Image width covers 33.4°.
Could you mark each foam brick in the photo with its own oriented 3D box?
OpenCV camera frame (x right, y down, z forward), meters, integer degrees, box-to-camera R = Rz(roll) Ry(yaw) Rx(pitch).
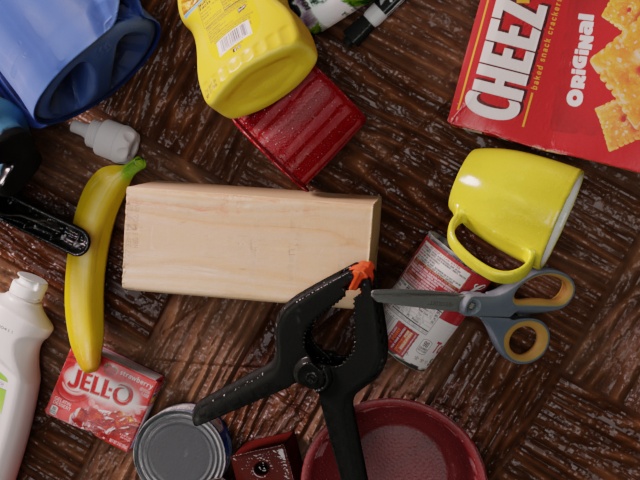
[{"bbox_3d":[-0.042,0.217,0.952,0.053,0.051,0.078,-15,93,10],"label":"foam brick"}]

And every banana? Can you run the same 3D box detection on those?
[{"bbox_3d":[-0.202,0.016,0.955,0.037,0.070,0.198,9,96,-33],"label":"banana"}]

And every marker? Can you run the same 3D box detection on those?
[{"bbox_3d":[0.065,-0.211,0.916,0.121,0.020,0.020,-43,88,10],"label":"marker"}]

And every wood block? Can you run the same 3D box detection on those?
[{"bbox_3d":[-0.056,0.002,0.916,0.206,0.090,0.090,5,97,7],"label":"wood block"}]

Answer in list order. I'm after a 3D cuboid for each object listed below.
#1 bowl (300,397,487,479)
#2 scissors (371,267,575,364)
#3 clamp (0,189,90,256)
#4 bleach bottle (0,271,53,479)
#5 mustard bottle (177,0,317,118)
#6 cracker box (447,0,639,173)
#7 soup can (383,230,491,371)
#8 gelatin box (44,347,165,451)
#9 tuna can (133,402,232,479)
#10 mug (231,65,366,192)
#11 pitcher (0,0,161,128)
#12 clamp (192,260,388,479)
[{"bbox_3d":[0.066,0.211,0.934,0.162,0.055,0.162,1,95,8],"label":"bowl"},{"bbox_3d":[0.126,0.069,0.880,0.201,0.016,0.096,-9,114,-26],"label":"scissors"},{"bbox_3d":[-0.292,-0.033,0.928,0.172,0.120,0.039,28,97,33],"label":"clamp"},{"bbox_3d":[-0.302,0.152,0.981,0.102,0.068,0.251,23,96,6],"label":"bleach bottle"},{"bbox_3d":[-0.071,-0.199,0.887,0.096,0.058,0.192,-33,56,21],"label":"mustard bottle"},{"bbox_3d":[0.228,-0.147,0.871,0.214,0.072,0.164,15,96,8],"label":"cracker box"},{"bbox_3d":[0.091,0.052,0.910,0.068,0.068,0.102,36,99,4],"label":"soup can"},{"bbox_3d":[-0.198,0.141,0.980,0.089,0.030,0.073,25,98,5],"label":"gelatin box"},{"bbox_3d":[-0.124,0.192,0.971,0.086,0.033,0.086,1,95,8],"label":"tuna can"},{"bbox_3d":[-0.022,-0.109,0.911,0.081,0.093,0.117,-45,51,5],"label":"mug"},{"bbox_3d":[-0.265,-0.222,0.919,0.149,0.145,0.243,-39,85,-3],"label":"pitcher"},{"bbox_3d":[0.005,0.114,0.872,0.164,0.036,0.210,32,114,3],"label":"clamp"}]
